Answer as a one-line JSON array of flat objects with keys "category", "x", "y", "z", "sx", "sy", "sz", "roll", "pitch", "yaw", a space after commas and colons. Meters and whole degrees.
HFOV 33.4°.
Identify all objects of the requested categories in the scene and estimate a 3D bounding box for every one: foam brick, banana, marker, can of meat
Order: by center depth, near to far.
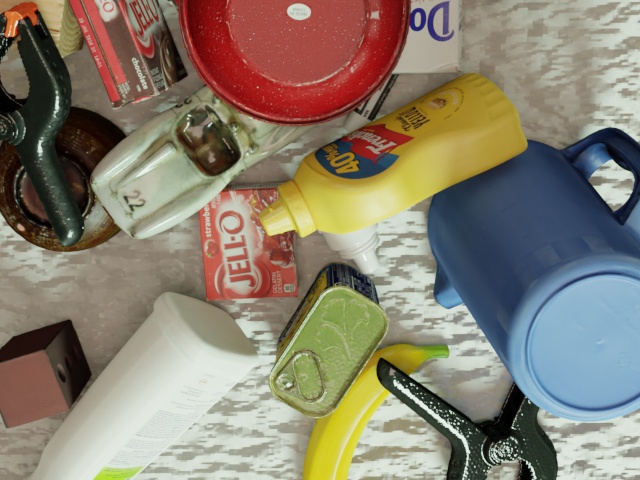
[{"category": "marker", "x": 0.054, "y": -0.134, "z": 0.803, "sx": 0.020, "sy": 0.020, "sz": 0.121, "roll": 28, "pitch": 102, "yaw": -7}, {"category": "can of meat", "x": 0.005, "y": 0.073, "z": 0.820, "sx": 0.057, "sy": 0.084, "sz": 0.102, "roll": 31, "pitch": 102, "yaw": -8}, {"category": "foam brick", "x": -0.218, "y": 0.102, "z": 0.830, "sx": 0.051, "sy": 0.078, "sz": 0.053, "roll": -16, "pitch": 103, "yaw": 5}, {"category": "banana", "x": 0.028, "y": 0.157, "z": 0.865, "sx": 0.069, "sy": 0.037, "sz": 0.198, "roll": 29, "pitch": 102, "yaw": -6}]

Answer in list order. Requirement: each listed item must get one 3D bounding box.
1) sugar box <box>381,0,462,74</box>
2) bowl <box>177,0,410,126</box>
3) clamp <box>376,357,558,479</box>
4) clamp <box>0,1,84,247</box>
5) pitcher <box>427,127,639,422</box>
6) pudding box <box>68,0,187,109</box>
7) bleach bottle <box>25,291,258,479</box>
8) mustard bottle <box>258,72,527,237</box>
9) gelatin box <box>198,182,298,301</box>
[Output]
[{"category": "sugar box", "x": 0.055, "y": -0.207, "z": 0.758, "sx": 0.093, "sy": 0.048, "sz": 0.176, "roll": 1, "pitch": 96, "yaw": 12}, {"category": "bowl", "x": -0.016, "y": -0.152, "z": 0.711, "sx": 0.162, "sy": 0.055, "sz": 0.162, "roll": -1, "pitch": 106, "yaw": -2}, {"category": "clamp", "x": 0.131, "y": 0.159, "z": 0.857, "sx": 0.164, "sy": 0.036, "sz": 0.210, "roll": -10, "pitch": 108, "yaw": -10}, {"category": "clamp", "x": -0.223, "y": -0.079, "z": 0.733, "sx": 0.120, "sy": 0.039, "sz": 0.171, "roll": 5, "pitch": 115, "yaw": 0}, {"category": "pitcher", "x": 0.162, "y": 0.014, "z": 0.724, "sx": 0.145, "sy": 0.243, "sz": 0.149, "roll": -1, "pitch": 109, "yaw": -3}, {"category": "pudding box", "x": -0.135, "y": -0.146, "z": 0.751, "sx": 0.039, "sy": 0.113, "sz": 0.090, "roll": -19, "pitch": 103, "yaw": 6}, {"category": "bleach bottle", "x": -0.165, "y": 0.153, "z": 0.833, "sx": 0.251, "sy": 0.102, "sz": 0.068, "roll": -46, "pitch": 61, "yaw": 11}, {"category": "mustard bottle", "x": 0.044, "y": -0.053, "z": 0.768, "sx": 0.191, "sy": 0.096, "sz": 0.058, "roll": -27, "pitch": 121, "yaw": -4}, {"category": "gelatin box", "x": -0.055, "y": 0.001, "z": 0.830, "sx": 0.073, "sy": 0.030, "sz": 0.089, "roll": -2, "pitch": 103, "yaw": 1}]
